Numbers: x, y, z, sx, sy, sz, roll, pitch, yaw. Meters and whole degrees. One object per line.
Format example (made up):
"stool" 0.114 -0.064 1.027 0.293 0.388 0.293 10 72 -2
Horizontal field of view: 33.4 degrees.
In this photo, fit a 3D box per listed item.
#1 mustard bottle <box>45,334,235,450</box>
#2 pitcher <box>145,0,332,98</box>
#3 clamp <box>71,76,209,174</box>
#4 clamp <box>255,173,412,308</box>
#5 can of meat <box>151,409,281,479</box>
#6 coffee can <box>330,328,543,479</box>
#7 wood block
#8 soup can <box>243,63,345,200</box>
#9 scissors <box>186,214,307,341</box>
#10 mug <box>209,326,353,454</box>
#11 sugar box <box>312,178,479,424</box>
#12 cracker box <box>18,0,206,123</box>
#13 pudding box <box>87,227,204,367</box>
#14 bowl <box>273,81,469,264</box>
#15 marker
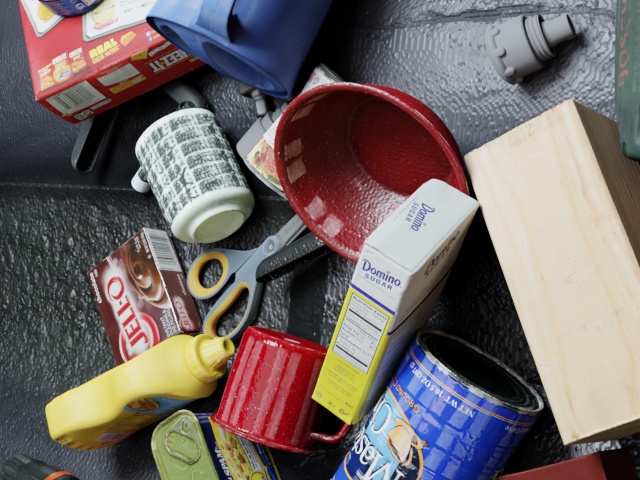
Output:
"mustard bottle" -0.149 0.130 0.947 0.192 0.096 0.058 -29 67 31
"pitcher" -0.031 -0.250 0.867 0.149 0.144 0.243 25 86 48
"clamp" -0.198 -0.175 1.062 0.165 0.036 0.210 -26 67 23
"clamp" 0.031 0.007 0.865 0.120 0.039 0.172 46 109 20
"can of meat" -0.083 0.194 0.896 0.058 0.083 0.102 -37 63 27
"coffee can" 0.080 0.149 0.767 0.103 0.102 0.140 38 106 34
"wood block" 0.183 0.023 0.715 0.090 0.090 0.206 -28 68 31
"soup can" -0.006 -0.086 0.881 0.102 0.068 0.069 -51 57 10
"scissors" -0.056 0.001 0.946 0.096 0.016 0.202 43 109 33
"mug" -0.024 0.122 0.862 0.117 0.093 0.081 17 89 26
"sugar box" 0.050 0.046 0.759 0.048 0.093 0.176 32 137 18
"cracker box" -0.201 -0.238 1.018 0.164 0.072 0.214 -23 64 15
"pudding box" -0.166 0.058 1.006 0.090 0.039 0.113 -35 64 29
"bowl" 0.047 -0.056 0.790 0.162 0.055 0.162 21 134 22
"marker" -0.146 -0.088 1.004 0.121 0.020 0.020 -49 56 41
